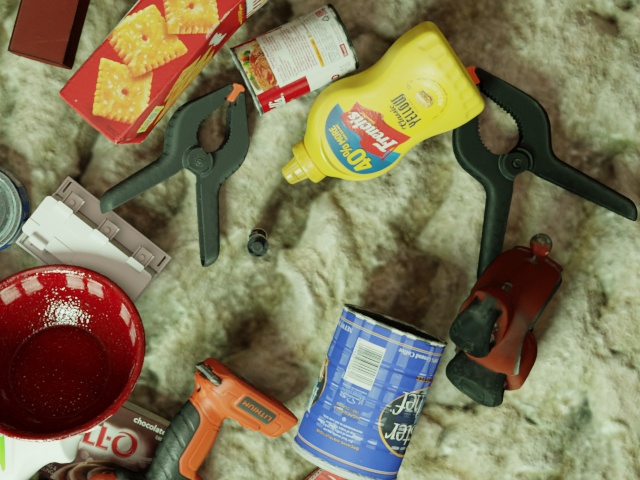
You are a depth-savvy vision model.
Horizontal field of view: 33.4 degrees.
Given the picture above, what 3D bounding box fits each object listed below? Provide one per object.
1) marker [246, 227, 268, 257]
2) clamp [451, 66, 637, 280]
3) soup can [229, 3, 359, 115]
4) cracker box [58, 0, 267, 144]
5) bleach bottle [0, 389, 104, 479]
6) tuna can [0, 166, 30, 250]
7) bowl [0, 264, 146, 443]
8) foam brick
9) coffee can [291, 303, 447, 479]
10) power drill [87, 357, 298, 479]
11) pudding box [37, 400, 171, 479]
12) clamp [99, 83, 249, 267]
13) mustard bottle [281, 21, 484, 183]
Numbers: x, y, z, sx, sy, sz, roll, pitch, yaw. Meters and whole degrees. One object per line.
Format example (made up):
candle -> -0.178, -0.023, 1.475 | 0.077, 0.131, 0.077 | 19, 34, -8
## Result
marker -> -0.056, 0.001, 0.961 | 0.020, 0.121, 0.020 | 0, 94, -3
clamp -> 0.178, -0.064, 1.010 | 0.164, 0.036, 0.210 | -34, 92, 2
soup can -> -0.024, -0.166, 0.978 | 0.102, 0.068, 0.068 | -25, 95, -2
cracker box -> -0.120, -0.180, 0.924 | 0.072, 0.164, 0.214 | 42, 91, -6
bleach bottle -> -0.313, 0.203, 0.968 | 0.251, 0.068, 0.102 | -20, 86, 8
tuna can -> -0.315, -0.029, 0.990 | 0.086, 0.034, 0.086 | 0, 94, -3
bowl -> -0.230, 0.104, 0.925 | 0.162, 0.055, 0.162 | 1, 63, -3
foam brick -> -0.246, -0.201, 0.972 | 0.051, 0.053, 0.078 | 16, 92, -4
coffee can -> 0.045, 0.141, 0.985 | 0.102, 0.103, 0.140 | 20, 92, -4
power drill -> -0.106, 0.217, 0.987 | 0.184, 0.057, 0.187 | 40, 82, -34
pudding box -> -0.206, 0.192, 1.007 | 0.113, 0.039, 0.090 | 25, 92, -4
clamp -> -0.126, -0.072, 0.985 | 0.120, 0.039, 0.171 | 21, 85, -25
mustard bottle -> 0.046, -0.110, 0.978 | 0.192, 0.058, 0.096 | -32, 118, 14
